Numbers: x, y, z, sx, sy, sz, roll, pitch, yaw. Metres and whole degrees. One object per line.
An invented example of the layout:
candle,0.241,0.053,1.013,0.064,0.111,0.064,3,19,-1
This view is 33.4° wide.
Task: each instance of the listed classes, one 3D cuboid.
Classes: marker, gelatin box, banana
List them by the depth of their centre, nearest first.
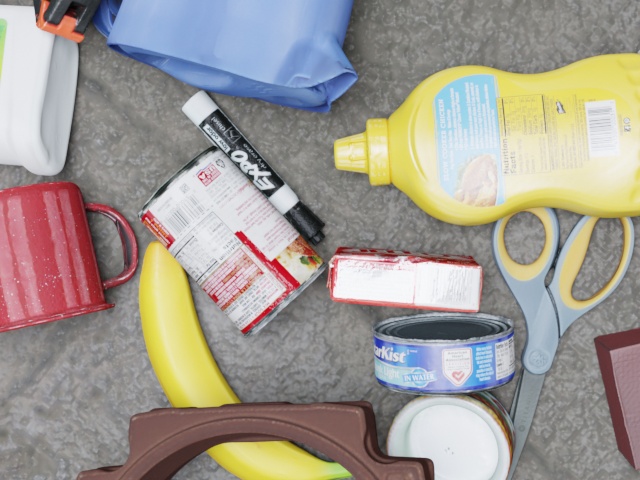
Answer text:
gelatin box,0.050,0.022,0.647,0.089,0.073,0.030,4,94,4
marker,-0.040,-0.044,0.674,0.020,0.020,0.121,-42,91,5
banana,-0.063,0.093,0.680,0.069,0.037,0.198,-41,92,-9

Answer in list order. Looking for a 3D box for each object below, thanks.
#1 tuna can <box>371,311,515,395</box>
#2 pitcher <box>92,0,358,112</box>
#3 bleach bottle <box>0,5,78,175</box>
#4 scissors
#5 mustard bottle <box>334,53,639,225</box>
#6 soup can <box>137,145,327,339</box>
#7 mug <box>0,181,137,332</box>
tuna can,0.074,0.067,0.644,0.086,0.086,0.034,-2,97,3
pitcher,-0.037,-0.205,0.614,0.149,0.145,0.243,15,92,-16
bleach bottle,-0.282,-0.098,0.657,0.251,0.068,0.102,3,75,5
scissors,0.124,0.058,0.675,0.096,0.016,0.202,31,96,2
mustard bottle,0.104,-0.058,0.644,0.191,0.058,0.096,-3,84,4
soup can,-0.054,0.001,0.654,0.068,0.068,0.102,-42,91,5
mug,-0.169,0.009,0.658,0.117,0.093,0.081,-12,89,-27
